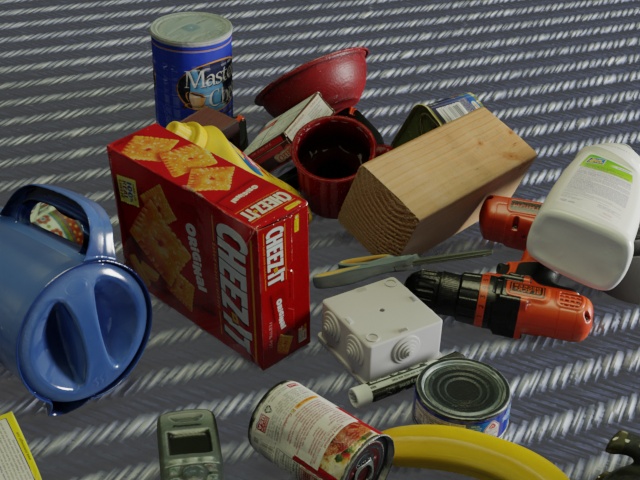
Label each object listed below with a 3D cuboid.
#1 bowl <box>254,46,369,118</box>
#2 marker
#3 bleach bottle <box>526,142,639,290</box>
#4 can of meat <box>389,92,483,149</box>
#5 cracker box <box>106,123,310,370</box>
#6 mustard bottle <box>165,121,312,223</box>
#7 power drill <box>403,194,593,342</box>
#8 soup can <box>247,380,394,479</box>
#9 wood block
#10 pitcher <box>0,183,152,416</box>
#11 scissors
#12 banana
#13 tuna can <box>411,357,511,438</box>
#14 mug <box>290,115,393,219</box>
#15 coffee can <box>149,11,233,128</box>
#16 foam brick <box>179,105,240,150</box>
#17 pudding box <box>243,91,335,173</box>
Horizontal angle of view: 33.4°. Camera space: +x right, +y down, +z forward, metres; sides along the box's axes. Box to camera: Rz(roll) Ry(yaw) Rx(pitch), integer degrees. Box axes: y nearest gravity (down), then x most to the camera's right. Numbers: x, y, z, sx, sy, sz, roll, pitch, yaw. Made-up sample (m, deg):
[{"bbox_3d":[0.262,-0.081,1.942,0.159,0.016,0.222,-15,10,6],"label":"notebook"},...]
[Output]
[{"bbox_3d":[-0.001,-0.187,1.372,0.162,0.055,0.162,-24,-5,-2],"label":"bowl"},{"bbox_3d":[0.081,0.125,0.970,0.120,0.020,0.020,-16,37,-25],"label":"marker"},{"bbox_3d":[0.295,-0.043,1.110,0.103,0.068,0.250,25,34,15],"label":"bleach bottle"},{"bbox_3d":[0.144,-0.127,1.287,0.083,0.102,0.057,-21,66,-35],"label":"can of meat"},{"bbox_3d":[-0.108,0.003,1.017,0.072,0.164,0.214,-30,45,-35],"label":"cracker box"},{"bbox_3d":[-0.094,-0.070,1.122,0.058,0.191,0.096,-51,45,3],"label":"mustard bottle"},{"bbox_3d":[0.188,0.026,1.096,0.184,0.057,0.187,12,37,9],"label":"power drill"},{"bbox_3d":[-0.001,0.164,0.862,0.102,0.068,0.068,26,40,34],"label":"soup can"},{"bbox_3d":[0.129,-0.060,1.172,0.205,0.091,0.090,-28,64,-37],"label":"wood block"},{"bbox_3d":[-0.271,0.034,0.973,0.243,0.145,0.149,25,61,41],"label":"pitcher"},{"bbox_3d":[0.067,0.027,1.033,0.096,0.016,0.202,-19,7,-31],"label":"scissors"},{"bbox_3d":[0.131,0.186,0.863,0.198,0.037,0.069,20,37,26],"label":"banana"},{"bbox_3d":[0.124,0.141,0.934,0.086,0.034,0.086,1,33,-1],"label":"tuna can"},{"bbox_3d":[0.027,-0.080,1.183,0.117,0.081,0.093,-11,57,-5],"label":"mug"},{"bbox_3d":[-0.162,-0.207,1.360,0.103,0.140,0.103,1,33,-1],"label":"coffee can"},{"bbox_3d":[-0.138,-0.111,1.235,0.051,0.053,0.078,29,49,29],"label":"foam brick"},{"bbox_3d":[-0.043,-0.123,1.285,0.090,0.039,0.113,-27,20,38],"label":"pudding box"}]
